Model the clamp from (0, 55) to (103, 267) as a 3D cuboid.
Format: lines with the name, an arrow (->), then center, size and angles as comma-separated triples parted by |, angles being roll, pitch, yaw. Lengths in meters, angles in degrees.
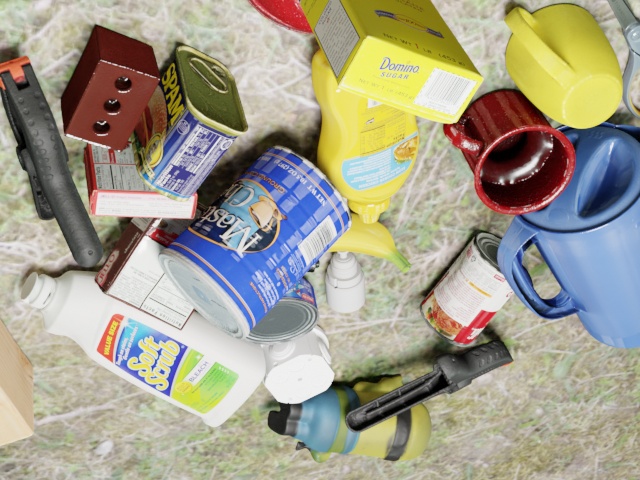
clamp -> -0.219, -0.061, 0.859 | 0.039, 0.120, 0.171 | -31, 134, -24

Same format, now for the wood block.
wood block -> -0.345, 0.097, 0.970 | 0.090, 0.091, 0.206 | -18, 133, 0

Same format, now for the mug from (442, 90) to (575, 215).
mug -> 0.163, -0.086, 0.968 | 0.117, 0.081, 0.093 | 13, 122, -20

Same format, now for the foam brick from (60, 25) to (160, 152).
foam brick -> -0.170, -0.121, 0.859 | 0.052, 0.051, 0.078 | 16, 124, -29

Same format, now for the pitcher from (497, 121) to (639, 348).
pitcher -> 0.276, 0.012, 1.062 | 0.149, 0.145, 0.242 | -7, 141, 26

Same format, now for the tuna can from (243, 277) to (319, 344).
tuna can -> -0.045, 0.068, 1.063 | 0.086, 0.034, 0.086 | -8, 146, -5

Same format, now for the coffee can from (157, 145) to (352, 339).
coffee can -> -0.056, 0.001, 0.928 | 0.140, 0.103, 0.102 | -46, 136, -19

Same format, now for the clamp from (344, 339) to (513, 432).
clamp -> 0.143, 0.139, 1.130 | 0.209, 0.036, 0.165 | -15, 163, -39

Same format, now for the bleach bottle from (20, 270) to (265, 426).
bleach bottle -> -0.179, 0.098, 1.043 | 0.250, 0.068, 0.103 | 28, 117, -32

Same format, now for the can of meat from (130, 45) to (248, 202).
can of meat -> -0.110, -0.094, 0.869 | 0.057, 0.102, 0.084 | 22, 123, -33

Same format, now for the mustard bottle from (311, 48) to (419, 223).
mustard bottle -> 0.043, -0.091, 0.944 | 0.096, 0.058, 0.192 | -24, 136, -22

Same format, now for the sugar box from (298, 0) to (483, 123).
sugar box -> 0.038, -0.154, 0.733 | 0.093, 0.176, 0.048 | 14, 126, -28

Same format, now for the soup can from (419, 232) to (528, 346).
soup can -> 0.158, 0.050, 1.099 | 0.068, 0.068, 0.102 | 18, 123, -29

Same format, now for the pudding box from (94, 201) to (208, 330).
pudding box -> -0.137, 0.015, 0.972 | 0.090, 0.039, 0.113 | 32, 93, -37

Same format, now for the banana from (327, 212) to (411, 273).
banana -> -0.015, 0.010, 1.012 | 0.197, 0.069, 0.037 | -10, 151, -5

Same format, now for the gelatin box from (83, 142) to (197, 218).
gelatin box -> -0.155, -0.051, 0.910 | 0.089, 0.073, 0.030 | 1, 129, -18
